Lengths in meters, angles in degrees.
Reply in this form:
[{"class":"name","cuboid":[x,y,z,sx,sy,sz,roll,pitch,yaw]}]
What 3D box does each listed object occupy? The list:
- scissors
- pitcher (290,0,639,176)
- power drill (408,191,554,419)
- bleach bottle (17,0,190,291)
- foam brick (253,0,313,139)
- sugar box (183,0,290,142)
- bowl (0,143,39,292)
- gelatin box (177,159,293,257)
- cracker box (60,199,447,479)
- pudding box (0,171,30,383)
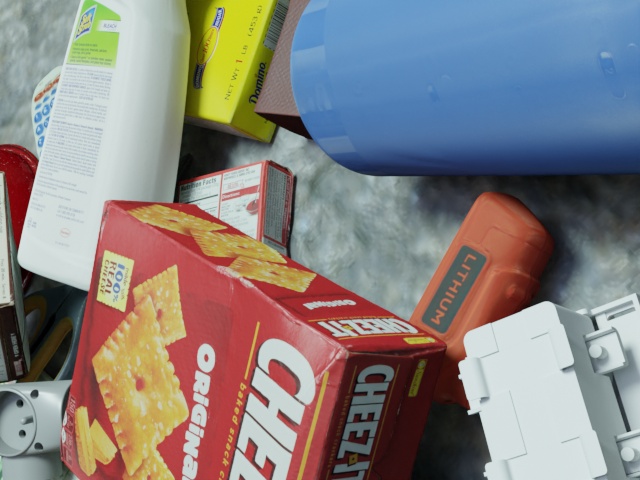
[{"class":"scissors","cuboid":[-0.163,0.020,0.733,0.096,0.016,0.201,20,80,42]},{"class":"pitcher","cuboid":[0.093,-0.099,0.470,0.243,0.144,0.149,-1,66,53]},{"class":"power drill","cuboid":[0.134,0.048,0.467,0.188,0.057,0.184,33,95,41]},{"class":"bleach bottle","cuboid":[-0.120,-0.096,0.663,0.103,0.067,0.251,14,92,42]},{"class":"foam brick","cuboid":[0.006,-0.100,0.627,0.053,0.051,0.078,13,82,39]},{"class":"sugar box","cuboid":[-0.092,-0.128,0.718,0.176,0.048,0.093,17,86,39]},{"class":"bowl","cuboid":[-0.281,-0.007,0.816,0.162,0.055,0.162,-15,64,33]},{"class":"gelatin box","cuboid":[-0.054,0.001,0.652,0.073,0.030,0.089,-12,66,36]},{"class":"cracker box","cuboid":[-0.050,0.087,0.549,0.214,0.071,0.164,28,110,47]},{"class":"pudding box","cuboid":[-0.218,0.025,0.702,0.090,0.039,0.113,99,158,-51]}]
